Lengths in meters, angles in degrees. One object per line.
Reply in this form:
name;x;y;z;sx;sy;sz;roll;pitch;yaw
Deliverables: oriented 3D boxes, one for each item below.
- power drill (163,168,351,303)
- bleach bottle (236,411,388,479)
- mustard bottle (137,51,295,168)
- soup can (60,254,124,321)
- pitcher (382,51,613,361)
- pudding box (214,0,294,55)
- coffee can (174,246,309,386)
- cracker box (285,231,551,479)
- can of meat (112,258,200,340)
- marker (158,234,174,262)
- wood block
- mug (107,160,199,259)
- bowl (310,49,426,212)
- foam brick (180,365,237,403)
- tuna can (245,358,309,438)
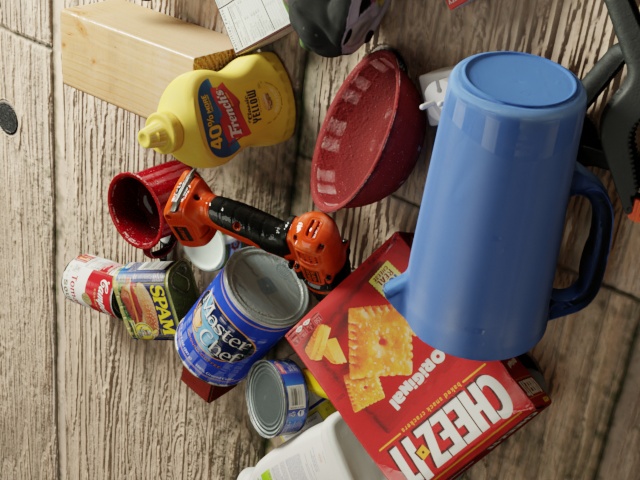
power drill;-0.057;0.001;1.096;0.188;0.057;0.184;18;159;14
bleach bottle;-0.028;0.263;1.192;0.251;0.067;0.102;-30;78;48
mustard bottle;-0.106;-0.124;1.063;0.058;0.191;0.096;2;110;41
soup can;-0.278;0.060;1.381;0.102;0.068;0.068;14;117;37
pitcher;0.155;-0.028;0.890;0.145;0.149;0.243;35;136;33
pudding box;-0.057;-0.248;1.073;0.114;0.039;0.090;-17;97;46
coffee can;-0.090;0.087;1.205;0.103;0.102;0.141;51;133;11
cracker box;0.089;0.123;1.036;0.164;0.072;0.214;-43;71;18
can of meat;-0.198;0.074;1.306;0.084;0.057;0.102;-2;115;26
marker;-0.194;0.037;1.331;0.020;0.020;0.121;29;125;29
wood block;-0.183;-0.193;1.170;0.206;0.090;0.090;24;123;31
mug;-0.187;-0.035;1.250;0.093;0.081;0.117;17;119;35
bowl;0.052;-0.094;1.002;0.162;0.055;0.162;-49;30;42
foam brick;-0.130;0.146;1.300;0.051;0.052;0.078;33;126;26
tuna can;-0.048;0.173;1.176;0.086;0.033;0.086;4;95;57
